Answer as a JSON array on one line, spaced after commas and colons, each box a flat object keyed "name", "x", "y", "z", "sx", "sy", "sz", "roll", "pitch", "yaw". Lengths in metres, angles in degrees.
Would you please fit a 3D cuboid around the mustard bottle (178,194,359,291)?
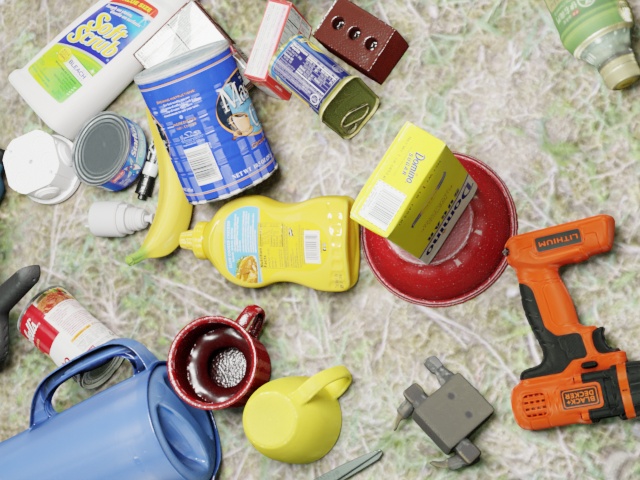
[{"name": "mustard bottle", "x": -0.057, "y": 0.001, "z": 1.105, "sx": 0.192, "sy": 0.058, "sz": 0.096, "roll": 1, "pitch": 101, "yaw": 19}]

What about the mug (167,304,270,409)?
[{"name": "mug", "x": -0.093, "y": 0.117, "z": 1.085, "sx": 0.093, "sy": 0.081, "sz": 0.117, "roll": 28, "pitch": 86, "yaw": 17}]

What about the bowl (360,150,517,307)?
[{"name": "bowl", "x": 0.111, "y": -0.016, "z": 1.056, "sx": 0.162, "sy": 0.055, "sz": 0.162, "roll": -3, "pitch": 81, "yaw": 17}]

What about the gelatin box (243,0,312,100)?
[{"name": "gelatin box", "x": -0.044, "y": -0.201, "z": 1.127, "sx": 0.030, "sy": 0.073, "sz": 0.089, "roll": 16, "pitch": 87, "yaw": 19}]

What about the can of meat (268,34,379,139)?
[{"name": "can of meat", "x": 0.003, "y": -0.158, "z": 1.091, "sx": 0.084, "sy": 0.102, "sz": 0.057, "roll": 43, "pitch": 96, "yaw": 21}]

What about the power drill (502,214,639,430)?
[{"name": "power drill", "x": 0.255, "y": 0.074, "z": 0.992, "sx": 0.185, "sy": 0.057, "sz": 0.187, "roll": -13, "pitch": 77, "yaw": 16}]

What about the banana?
[{"name": "banana", "x": -0.166, "y": -0.065, "z": 1.150, "sx": 0.037, "sy": 0.069, "sz": 0.198, "roll": -5, "pitch": 76, "yaw": 37}]

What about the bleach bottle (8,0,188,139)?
[{"name": "bleach bottle", "x": -0.229, "y": -0.235, "z": 1.201, "sx": 0.251, "sy": 0.068, "sz": 0.103, "roll": -45, "pitch": 71, "yaw": 5}]

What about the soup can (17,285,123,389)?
[{"name": "soup can", "x": -0.268, "y": 0.105, "z": 1.155, "sx": 0.102, "sy": 0.068, "sz": 0.068, "roll": 37, "pitch": 94, "yaw": 20}]

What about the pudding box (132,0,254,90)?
[{"name": "pudding box", "x": -0.132, "y": -0.189, "z": 1.153, "sx": 0.090, "sy": 0.039, "sz": 0.113, "roll": -41, "pitch": 94, "yaw": 9}]

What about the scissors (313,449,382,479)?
[{"name": "scissors", "x": -0.023, "y": 0.278, "z": 1.074, "sx": 0.202, "sy": 0.016, "sz": 0.096, "roll": -16, "pitch": 78, "yaw": 15}]

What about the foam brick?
[{"name": "foam brick", "x": 0.042, "y": -0.208, "z": 1.111, "sx": 0.078, "sy": 0.051, "sz": 0.053, "roll": 35, "pitch": 93, "yaw": 20}]

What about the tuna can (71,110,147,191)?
[{"name": "tuna can", "x": -0.234, "y": -0.098, "z": 1.184, "sx": 0.086, "sy": 0.033, "sz": 0.086, "roll": -9, "pitch": 73, "yaw": 31}]

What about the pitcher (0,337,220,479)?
[{"name": "pitcher", "x": -0.239, "y": 0.216, "z": 1.097, "sx": 0.243, "sy": 0.145, "sz": 0.149, "roll": -24, "pitch": 48, "yaw": 16}]

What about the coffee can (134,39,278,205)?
[{"name": "coffee can", "x": -0.116, "y": -0.121, "z": 1.092, "sx": 0.103, "sy": 0.102, "sz": 0.140, "roll": -17, "pitch": 108, "yaw": 15}]

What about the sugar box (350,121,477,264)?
[{"name": "sugar box", "x": 0.087, "y": -0.036, "z": 0.942, "sx": 0.048, "sy": 0.176, "sz": 0.093, "roll": 34, "pitch": 93, "yaw": 21}]

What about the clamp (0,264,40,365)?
[{"name": "clamp", "x": -0.357, "y": 0.072, "z": 1.157, "sx": 0.165, "sy": 0.036, "sz": 0.210, "roll": 33, "pitch": 119, "yaw": 42}]

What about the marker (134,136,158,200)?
[{"name": "marker", "x": -0.181, "y": -0.103, "z": 1.185, "sx": 0.020, "sy": 0.020, "sz": 0.121, "roll": 16, "pitch": 87, "yaw": 20}]
